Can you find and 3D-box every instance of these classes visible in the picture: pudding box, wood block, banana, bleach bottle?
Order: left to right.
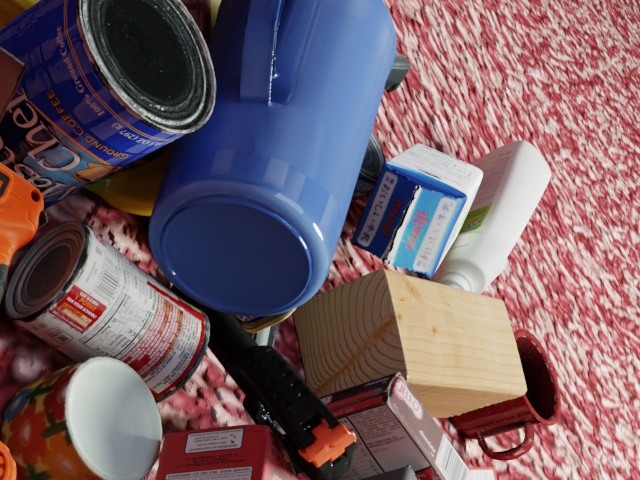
[{"bbox_3d":[-0.103,-0.068,0.761,0.069,0.037,0.197,58,31,-18],"label":"banana"},{"bbox_3d":[0.045,0.158,0.790,0.113,0.090,0.039,56,34,-19],"label":"pudding box"},{"bbox_3d":[0.080,0.092,0.888,0.205,0.091,0.090,15,57,-54],"label":"wood block"},{"bbox_3d":[0.162,-0.009,1.098,0.068,0.103,0.250,50,40,-12],"label":"bleach bottle"}]

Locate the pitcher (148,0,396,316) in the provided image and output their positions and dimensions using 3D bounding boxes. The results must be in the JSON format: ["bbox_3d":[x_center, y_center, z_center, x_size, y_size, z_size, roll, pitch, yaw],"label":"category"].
[{"bbox_3d":[-0.030,-0.078,0.688,0.149,0.145,0.242,40,38,-23],"label":"pitcher"}]

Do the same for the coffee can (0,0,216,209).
[{"bbox_3d":[-0.145,-0.080,0.600,0.102,0.141,0.103,36,42,-41],"label":"coffee can"}]

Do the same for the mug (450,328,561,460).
[{"bbox_3d":[0.169,0.149,0.997,0.093,0.082,0.117,32,45,-45],"label":"mug"}]

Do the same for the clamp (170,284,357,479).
[{"bbox_3d":[-0.033,0.092,0.659,0.164,0.036,0.210,56,-12,-7],"label":"clamp"}]

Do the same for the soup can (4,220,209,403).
[{"bbox_3d":[-0.123,0.043,0.623,0.102,0.069,0.068,42,39,-35],"label":"soup can"}]
